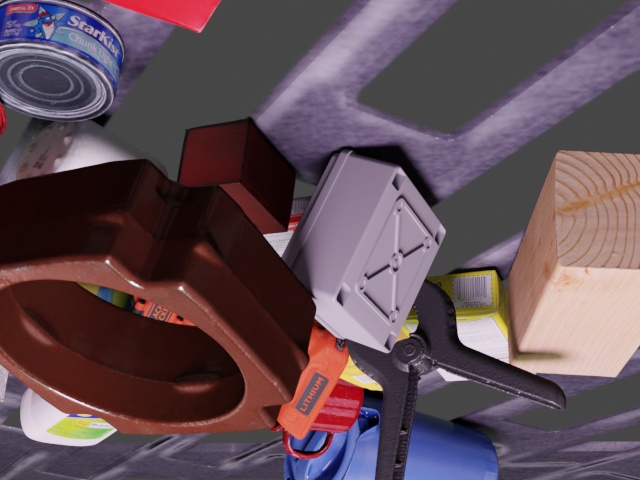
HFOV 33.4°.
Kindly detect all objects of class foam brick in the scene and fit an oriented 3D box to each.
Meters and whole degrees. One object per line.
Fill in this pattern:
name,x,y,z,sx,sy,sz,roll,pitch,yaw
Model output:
foam brick,-0.058,-0.041,0.746,0.053,0.051,0.078,-7,152,24

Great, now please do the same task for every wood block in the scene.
wood block,0.199,0.025,0.794,0.091,0.090,0.206,4,154,2

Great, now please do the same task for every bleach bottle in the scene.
bleach bottle,-0.209,0.141,1.093,0.102,0.068,0.251,16,145,-35

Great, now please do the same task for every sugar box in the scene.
sugar box,0.136,0.082,0.976,0.093,0.048,0.176,-5,156,20

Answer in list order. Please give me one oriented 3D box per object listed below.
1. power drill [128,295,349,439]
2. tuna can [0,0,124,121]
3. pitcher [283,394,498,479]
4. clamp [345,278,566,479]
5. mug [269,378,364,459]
power drill,-0.083,0.099,0.909,0.187,0.057,0.185,24,113,-13
tuna can,-0.164,-0.108,0.648,0.086,0.033,0.086,4,154,2
pitcher,0.084,0.261,1.266,0.242,0.145,0.149,19,-177,-32
clamp,0.088,0.092,0.851,0.165,0.210,0.036,-27,146,10
mug,-0.009,0.167,1.102,0.081,0.117,0.093,11,165,-24
